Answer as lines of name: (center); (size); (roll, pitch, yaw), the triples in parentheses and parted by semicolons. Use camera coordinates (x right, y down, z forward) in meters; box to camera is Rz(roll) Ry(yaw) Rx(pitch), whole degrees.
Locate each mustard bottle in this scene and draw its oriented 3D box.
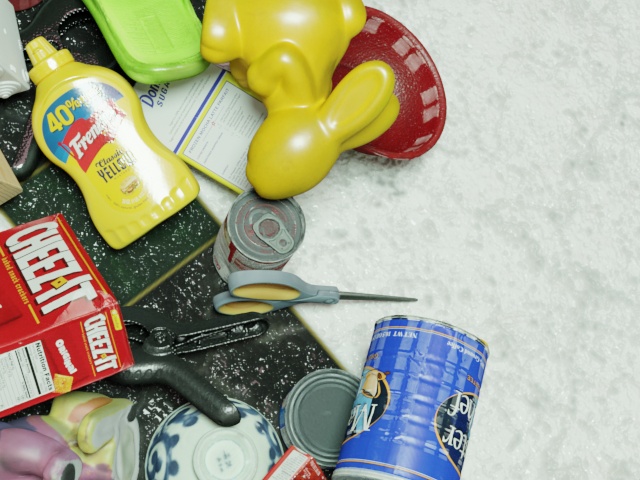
mustard bottle: (-0.196, -0.094, 0.938); (0.096, 0.058, 0.191); (-34, 97, 3)

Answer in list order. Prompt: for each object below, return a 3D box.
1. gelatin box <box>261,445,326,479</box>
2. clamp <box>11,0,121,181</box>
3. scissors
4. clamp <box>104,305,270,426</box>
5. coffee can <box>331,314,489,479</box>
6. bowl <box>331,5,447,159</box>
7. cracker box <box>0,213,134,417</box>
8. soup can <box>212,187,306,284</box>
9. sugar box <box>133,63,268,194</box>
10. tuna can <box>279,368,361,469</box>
gelatin box: (-0.021, 0.228, 0.891); (0.073, 0.030, 0.089); (-46, 130, -23)
clamp: (-0.258, -0.175, 0.987); (0.164, 0.036, 0.209); (45, 72, 3)
scissors: (-0.012, 0.055, 0.973); (0.201, 0.096, 0.016); (13, 62, -42)
clamp: (-0.128, 0.089, 0.919); (0.171, 0.039, 0.120); (19, 39, 10)
coffee can: (0.077, 0.147, 0.891); (0.102, 0.103, 0.140); (20, 67, -7)
bowl: (0.042, -0.142, 1.022); (0.161, 0.055, 0.162); (14, 63, -30)
cracker box: (-0.277, 0.068, 0.836); (0.213, 0.072, 0.164); (-20, 36, -20)
soup can: (-0.056, 0.001, 0.942); (0.068, 0.102, 0.068); (4, 72, -12)
sugar box: (-0.089, -0.104, 0.986); (0.176, 0.048, 0.093); (32, 92, 1)
tuna can: (0.007, 0.158, 0.944); (0.086, 0.034, 0.086); (4, 72, -12)
